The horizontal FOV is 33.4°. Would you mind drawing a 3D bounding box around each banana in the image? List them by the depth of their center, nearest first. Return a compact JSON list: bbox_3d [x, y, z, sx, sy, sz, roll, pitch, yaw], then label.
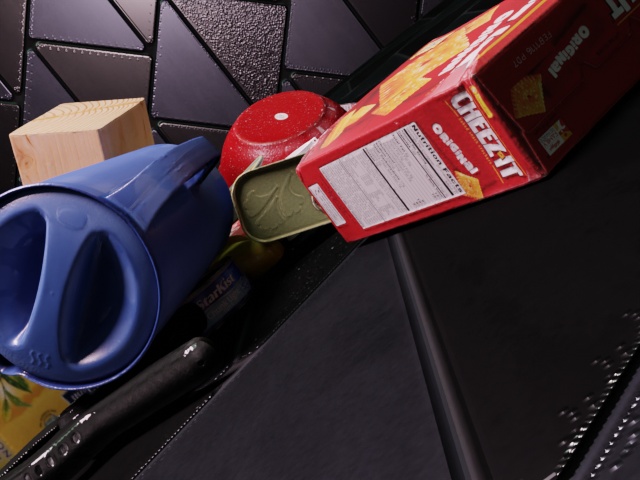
[{"bbox_3d":[-0.071,0.013,0.932,0.069,0.037,0.198,-40,8,-1],"label":"banana"}]

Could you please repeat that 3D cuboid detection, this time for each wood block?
[{"bbox_3d":[-0.192,-0.014,0.956,0.091,0.206,0.090,-1,24,20],"label":"wood block"}]

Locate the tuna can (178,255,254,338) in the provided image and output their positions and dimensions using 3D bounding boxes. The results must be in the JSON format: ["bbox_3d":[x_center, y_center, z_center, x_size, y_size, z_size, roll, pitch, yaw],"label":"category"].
[{"bbox_3d":[-0.093,0.051,0.835,0.086,0.033,0.086,-38,8,6],"label":"tuna can"}]

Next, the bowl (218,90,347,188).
[{"bbox_3d":[-0.033,-0.098,1.035,0.162,0.055,0.162,-12,37,9],"label":"bowl"}]

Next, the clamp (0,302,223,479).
[{"bbox_3d":[-0.148,0.117,0.707,0.210,0.036,0.164,-39,9,2],"label":"clamp"}]

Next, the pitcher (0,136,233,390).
[{"bbox_3d":[-0.134,-0.005,0.757,0.149,0.145,0.242,-1,15,11],"label":"pitcher"}]

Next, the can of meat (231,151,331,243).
[{"bbox_3d":[-0.015,-0.040,0.846,0.102,0.057,0.084,-18,6,2],"label":"can of meat"}]

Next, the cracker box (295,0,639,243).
[{"bbox_3d":[0.097,-0.088,0.635,0.164,0.072,0.214,-43,10,-25],"label":"cracker box"}]
